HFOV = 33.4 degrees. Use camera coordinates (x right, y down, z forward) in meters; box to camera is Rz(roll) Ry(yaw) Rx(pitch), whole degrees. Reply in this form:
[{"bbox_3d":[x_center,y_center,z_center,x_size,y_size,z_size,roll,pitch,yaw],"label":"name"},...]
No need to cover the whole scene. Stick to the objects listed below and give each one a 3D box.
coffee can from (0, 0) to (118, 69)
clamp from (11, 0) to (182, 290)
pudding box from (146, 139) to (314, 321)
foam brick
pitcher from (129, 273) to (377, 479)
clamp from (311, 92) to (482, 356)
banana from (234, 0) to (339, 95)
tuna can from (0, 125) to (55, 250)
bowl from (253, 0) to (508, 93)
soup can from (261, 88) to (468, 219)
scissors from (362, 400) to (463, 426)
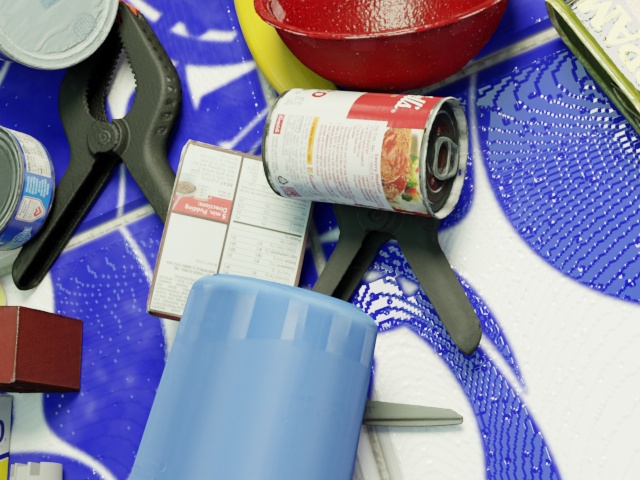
[{"bbox_3d":[-0.220,-0.175,0.734,0.141,0.102,0.103,17,86,45],"label":"coffee can"},{"bbox_3d":[-0.131,-0.063,0.736,0.165,0.036,0.210,5,85,22],"label":"clamp"},{"bbox_3d":[-0.055,0.001,0.673,0.090,0.039,0.113,13,86,-8],"label":"pudding box"},{"bbox_3d":[-0.202,0.074,0.717,0.053,0.078,0.051,-4,77,21],"label":"foam brick"},{"bbox_3d":[-0.053,0.146,0.589,0.149,0.145,0.243,12,81,11],"label":"pitcher"},{"bbox_3d":[0.050,-0.007,0.650,0.120,0.039,0.171,8,83,22],"label":"clamp"},{"bbox_3d":[-0.025,-0.163,0.712,0.070,0.037,0.198,-12,76,21],"label":"banana"},{"bbox_3d":[-0.225,-0.036,0.742,0.086,0.033,0.086,-7,77,33],"label":"tuna can"},{"bbox_3d":[0.043,-0.134,0.643,0.162,0.055,0.162,-7,34,5],"label":"bowl"},{"bbox_3d":[0.026,-0.051,0.614,0.102,0.068,0.068,8,83,27],"label":"soup can"},{"bbox_3d":[-0.016,0.087,0.672,0.202,0.016,0.096,-16,74,19],"label":"scissors"}]
